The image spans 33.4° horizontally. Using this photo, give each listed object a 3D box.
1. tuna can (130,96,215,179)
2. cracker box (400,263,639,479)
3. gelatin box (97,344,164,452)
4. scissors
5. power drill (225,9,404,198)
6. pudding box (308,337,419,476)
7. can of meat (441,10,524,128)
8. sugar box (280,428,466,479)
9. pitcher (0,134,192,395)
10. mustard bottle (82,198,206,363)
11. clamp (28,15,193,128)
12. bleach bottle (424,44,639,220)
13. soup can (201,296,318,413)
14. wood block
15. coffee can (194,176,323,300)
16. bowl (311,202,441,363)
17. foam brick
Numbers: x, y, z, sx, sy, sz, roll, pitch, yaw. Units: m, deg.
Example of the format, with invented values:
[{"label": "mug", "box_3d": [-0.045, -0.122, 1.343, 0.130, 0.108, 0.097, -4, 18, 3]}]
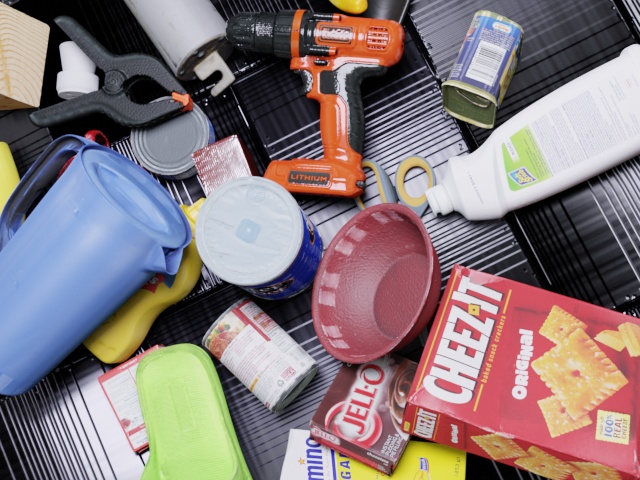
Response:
[{"label": "tuna can", "box_3d": [-0.156, -0.108, 1.139, 0.086, 0.033, 0.086, -1, 81, 8]}, {"label": "cracker box", "box_3d": [0.202, 0.128, 0.997, 0.214, 0.072, 0.164, 17, 56, 10]}, {"label": "gelatin box", "box_3d": [-0.177, 0.163, 1.102, 0.073, 0.030, 0.089, -29, 80, 3]}, {"label": "scissors", "box_3d": [0.100, -0.002, 1.093, 0.096, 0.016, 0.202, -28, 78, 3]}, {"label": "power drill", "box_3d": [-0.014, -0.140, 1.083, 0.184, 0.057, 0.188, 6, 92, 11]}, {"label": "pudding box", "box_3d": [0.052, 0.160, 1.037, 0.090, 0.039, 0.113, 23, 51, 13]}, {"label": "can of meat", "box_3d": [0.164, -0.170, 1.067, 0.057, 0.102, 0.084, 23, 83, 11]}, {"label": "sugar box", "box_3d": [0.050, 0.238, 1.031, 0.176, 0.048, 0.093, 5, 51, 7]}, {"label": "pitcher", "box_3d": [-0.253, 0.026, 1.026, 0.145, 0.149, 0.243, 39, 106, -23]}, {"label": "mustard bottle", "box_3d": [-0.177, 0.030, 1.091, 0.192, 0.058, 0.096, -45, 72, 11]}, {"label": "clamp", "box_3d": [-0.217, -0.172, 1.117, 0.171, 0.039, 0.120, 5, 92, 3]}, {"label": "bleach bottle", "box_3d": [0.220, -0.096, 1.064, 0.251, 0.068, 0.102, -25, 80, 5]}, {"label": "soup can", "box_3d": [-0.060, 0.115, 1.072, 0.102, 0.068, 0.068, 42, 89, 12]}, {"label": "wood block", "box_3d": [-0.397, -0.188, 1.125, 0.206, 0.090, 0.091, 0, 80, 31]}, {"label": "coffee can", "box_3d": [-0.057, 0.001, 1.052, 0.103, 0.140, 0.103, -1, 81, 8]}, {"label": "bowl", "box_3d": [0.065, 0.047, 1.038, 0.162, 0.055, 0.162, -26, 53, 40]}, {"label": "foam brick", "box_3d": [-0.094, -0.068, 1.102, 0.051, 0.078, 0.053, -22, 79, 3]}]
